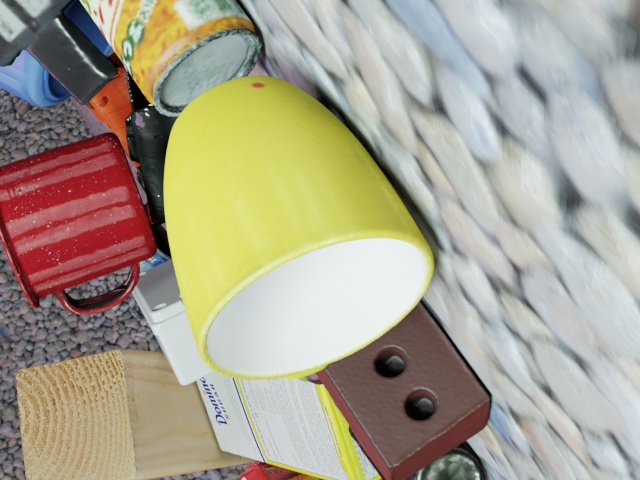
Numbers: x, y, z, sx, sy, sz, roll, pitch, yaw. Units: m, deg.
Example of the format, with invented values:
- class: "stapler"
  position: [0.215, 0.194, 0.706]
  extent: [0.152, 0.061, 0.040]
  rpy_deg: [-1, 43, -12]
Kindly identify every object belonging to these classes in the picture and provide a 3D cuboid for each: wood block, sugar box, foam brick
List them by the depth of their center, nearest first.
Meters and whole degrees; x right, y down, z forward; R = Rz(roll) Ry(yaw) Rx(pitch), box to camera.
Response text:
- class: "foam brick"
  position: [0.031, 0.060, 0.470]
  extent: [0.078, 0.053, 0.051]
  rpy_deg: [54, 171, 20]
- class: "sugar box"
  position: [-0.024, 0.111, 0.743]
  extent: [0.177, 0.048, 0.093]
  rpy_deg: [2, 113, 57]
- class: "wood block"
  position: [-0.129, 0.137, 0.820]
  extent: [0.205, 0.091, 0.090]
  rpy_deg: [19, -121, -66]

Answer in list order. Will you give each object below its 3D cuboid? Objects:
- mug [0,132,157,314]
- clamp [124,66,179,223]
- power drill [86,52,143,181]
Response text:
- class: "mug"
  position: [-0.146, -0.006, 0.650]
  extent: [0.093, 0.081, 0.117]
  rpy_deg: [-125, 18, -58]
- class: "clamp"
  position: [-0.100, -0.075, 0.640]
  extent: [0.171, 0.039, 0.120]
  rpy_deg: [102, 164, -63]
- class: "power drill"
  position: [-0.163, -0.105, 0.959]
  extent: [0.188, 0.057, 0.184]
  rpy_deg: [46, 168, 47]
